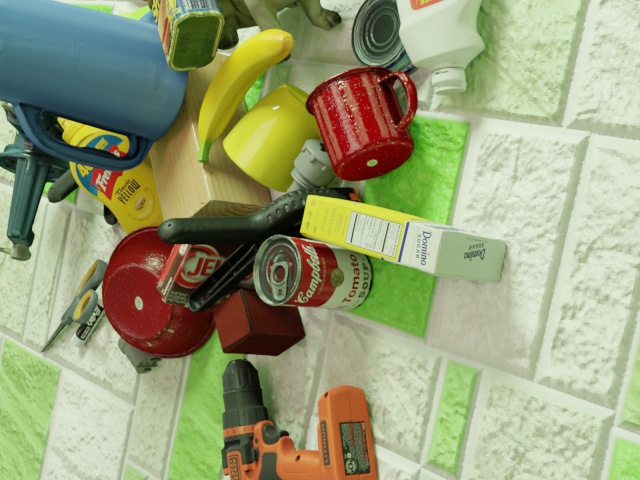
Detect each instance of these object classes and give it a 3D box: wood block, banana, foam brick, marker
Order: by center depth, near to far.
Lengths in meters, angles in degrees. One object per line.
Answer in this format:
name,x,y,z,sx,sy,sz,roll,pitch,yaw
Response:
banana,-0.080,-0.161,1.090,0.198,0.037,0.069,-49,50,44
foam brick,-0.064,0.087,1.124,0.053,0.078,0.051,-36,59,35
wood block,-0.136,-0.110,1.219,0.091,0.090,0.206,-35,61,39
marker,-0.295,0.095,1.406,0.121,0.020,0.020,-53,51,27

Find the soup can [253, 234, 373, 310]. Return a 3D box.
soup can,-0.006,0.034,1.052,0.069,0.102,0.068,-9,78,45

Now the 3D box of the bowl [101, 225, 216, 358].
bowl,-0.198,0.066,1.238,0.162,0.055,0.162,5,102,24

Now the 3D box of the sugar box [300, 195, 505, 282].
sugar box,0.073,-0.003,0.981,0.177,0.093,0.048,13,94,46

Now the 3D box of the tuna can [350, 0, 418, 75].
tuna can,0.071,-0.206,1.056,0.086,0.033,0.086,-9,78,45

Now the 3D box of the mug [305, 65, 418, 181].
mug,0.049,-0.115,1.027,0.117,0.093,0.081,-33,66,36

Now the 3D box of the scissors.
scissors,-0.336,0.111,1.431,0.202,0.016,0.096,-54,26,26

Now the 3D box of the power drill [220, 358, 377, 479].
power drill,-0.031,0.199,1.088,0.188,0.057,0.184,-22,72,45

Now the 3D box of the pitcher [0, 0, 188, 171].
pitcher,-0.273,-0.180,1.130,0.145,0.242,0.149,-54,43,32

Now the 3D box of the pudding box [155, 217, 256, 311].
pudding box,-0.109,0.031,1.152,0.090,0.113,0.039,-62,39,21

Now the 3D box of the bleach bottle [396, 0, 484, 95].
bleach bottle,0.117,-0.261,0.987,0.103,0.068,0.251,-6,85,12

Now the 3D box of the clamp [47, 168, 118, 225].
clamp,-0.278,-0.106,1.352,0.039,0.120,0.171,21,96,29

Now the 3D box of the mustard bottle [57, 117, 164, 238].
mustard bottle,-0.244,-0.086,1.285,0.191,0.058,0.096,44,110,5

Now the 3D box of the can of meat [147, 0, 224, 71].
can of meat,-0.139,-0.237,1.104,0.102,0.057,0.084,117,138,-61

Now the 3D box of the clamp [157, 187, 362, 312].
clamp,-0.057,0.001,1.079,0.164,0.209,0.036,94,154,-58
